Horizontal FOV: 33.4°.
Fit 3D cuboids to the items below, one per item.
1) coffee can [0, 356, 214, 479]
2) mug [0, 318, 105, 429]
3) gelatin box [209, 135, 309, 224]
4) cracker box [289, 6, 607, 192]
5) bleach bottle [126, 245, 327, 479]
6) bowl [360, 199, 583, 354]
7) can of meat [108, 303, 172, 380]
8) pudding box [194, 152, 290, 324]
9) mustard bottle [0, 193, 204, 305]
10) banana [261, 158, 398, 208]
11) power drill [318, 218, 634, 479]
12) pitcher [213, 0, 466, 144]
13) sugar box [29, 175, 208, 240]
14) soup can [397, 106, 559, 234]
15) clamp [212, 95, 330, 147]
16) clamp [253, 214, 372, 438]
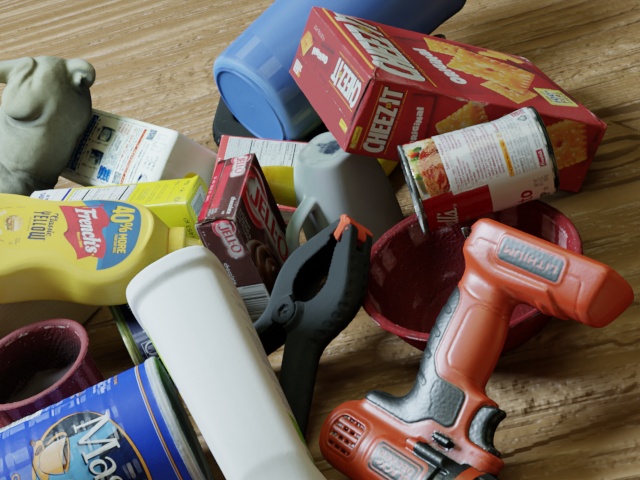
[{"bbox_3d":[-0.151,0.152,0.699,0.140,0.103,0.103,-25,34,-6],"label":"coffee can"},{"bbox_3d":[-0.208,0.116,0.797,0.117,0.081,0.093,13,46,39],"label":"mug"},{"bbox_3d":[-0.052,-0.054,0.960,0.089,0.030,0.073,6,61,7],"label":"gelatin box"},{"bbox_3d":[0.101,-0.118,0.880,0.213,0.072,0.164,9,26,-23],"label":"cracker box"},{"bbox_3d":[-0.040,0.121,0.656,0.068,0.102,0.251,-30,50,-3],"label":"bleach bottle"},{"bbox_3d":[0.110,0.035,0.767,0.162,0.055,0.162,-14,34,10],"label":"bowl"},{"bbox_3d":[-0.117,0.063,0.848,0.084,0.057,0.102,-26,34,-11],"label":"can of meat"},{"bbox_3d":[-0.056,0.001,0.849,0.039,0.113,0.090,-9,36,16],"label":"pudding box"},{"bbox_3d":[-0.180,0.008,0.824,0.191,0.058,0.096,2,41,-5],"label":"mustard bottle"},{"bbox_3d":[0.017,-0.067,0.939,0.197,0.069,0.037,-33,12,-35],"label":"banana"},{"bbox_3d":[0.107,0.092,0.628,0.185,0.057,0.187,27,82,37],"label":"power drill"},{"bbox_3d":[0.012,-0.201,1.023,0.145,0.149,0.242,39,70,21],"label":"pitcher"},{"bbox_3d":[-0.170,-0.002,0.934,0.176,0.093,0.048,-6,36,22],"label":"sugar box"},{"bbox_3d":[0.114,-0.052,0.775,0.102,0.068,0.068,-17,34,3],"label":"soup can"},{"bbox_3d":[-0.041,-0.108,1.062,0.164,0.036,0.210,-23,38,-6],"label":"clamp"},{"bbox_3d":[-0.012,0.066,0.755,0.171,0.039,0.120,-55,47,8],"label":"clamp"}]
